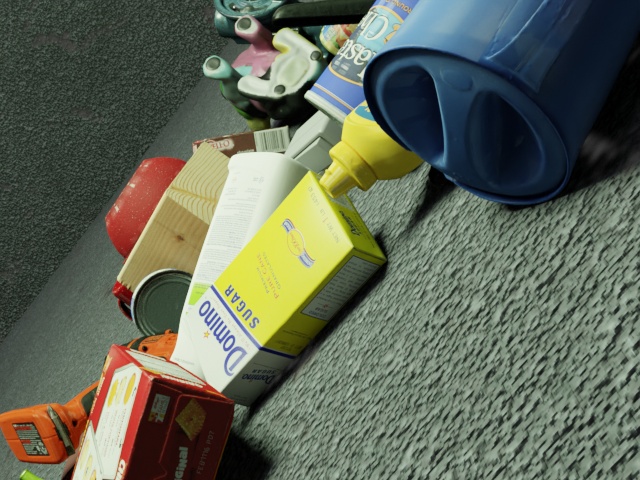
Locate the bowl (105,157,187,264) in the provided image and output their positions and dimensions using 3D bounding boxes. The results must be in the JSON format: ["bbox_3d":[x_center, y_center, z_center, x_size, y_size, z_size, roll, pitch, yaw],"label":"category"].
[{"bbox_3d":[-0.227,-0.050,1.363,0.162,0.055,0.162,-54,10,13],"label":"bowl"}]

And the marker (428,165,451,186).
[{"bbox_3d":[0.099,-0.080,0.823,0.020,0.020,0.121,-43,18,36],"label":"marker"}]

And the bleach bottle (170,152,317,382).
[{"bbox_3d":[-0.084,0.044,0.977,0.103,0.068,0.251,3,68,56],"label":"bleach bottle"}]

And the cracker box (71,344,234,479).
[{"bbox_3d":[-0.139,0.177,0.817,0.214,0.072,0.164,-177,104,-72],"label":"cracker box"}]

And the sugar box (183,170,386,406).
[{"bbox_3d":[-0.034,0.040,0.846,0.176,0.048,0.093,-47,46,20],"label":"sugar box"}]

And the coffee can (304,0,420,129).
[{"bbox_3d":[0.068,-0.147,0.901,0.140,0.102,0.103,-53,15,3],"label":"coffee can"}]

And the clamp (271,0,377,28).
[{"bbox_3d":[0.083,-0.199,0.997,0.210,0.164,0.036,-33,-8,-4],"label":"clamp"}]

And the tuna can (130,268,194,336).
[{"bbox_3d":[-0.162,0.073,1.158,0.086,0.086,0.034,-56,13,-7],"label":"tuna can"}]

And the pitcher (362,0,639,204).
[{"bbox_3d":[0.143,-0.154,0.646,0.149,0.145,0.242,14,61,40],"label":"pitcher"}]

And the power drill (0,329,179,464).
[{"bbox_3d":[-0.218,0.149,1.054,0.187,0.057,0.185,-32,9,-37],"label":"power drill"}]

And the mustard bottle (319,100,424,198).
[{"bbox_3d":[0.075,-0.102,0.797,0.191,0.058,0.096,-43,28,-3],"label":"mustard bottle"}]

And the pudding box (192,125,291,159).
[{"bbox_3d":[-0.102,-0.120,1.373,0.090,0.113,0.039,-167,69,-73],"label":"pudding box"}]

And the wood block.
[{"bbox_3d":[-0.148,-0.005,1.208,0.090,0.091,0.206,-58,6,-37],"label":"wood block"}]
